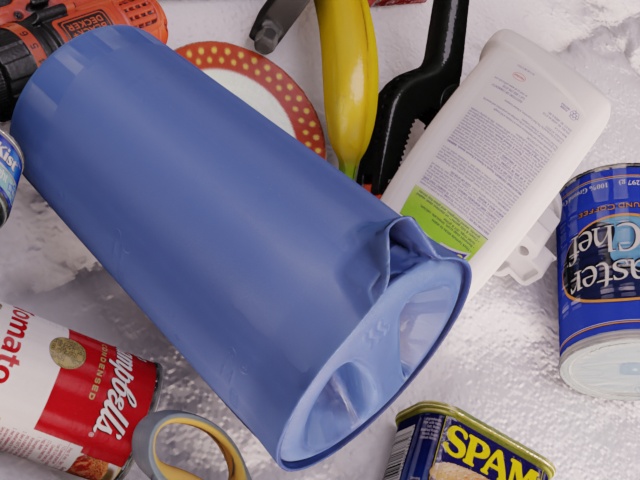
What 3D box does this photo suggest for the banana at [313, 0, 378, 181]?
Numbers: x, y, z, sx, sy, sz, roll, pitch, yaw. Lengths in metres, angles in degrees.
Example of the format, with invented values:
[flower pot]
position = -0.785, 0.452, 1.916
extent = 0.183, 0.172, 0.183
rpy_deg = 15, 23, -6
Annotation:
[banana]
position = 0.013, -0.134, 0.743
extent = 0.037, 0.070, 0.198
rpy_deg = 9, 61, -24

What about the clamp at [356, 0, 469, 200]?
[clamp]
position = 0.099, -0.091, 0.775
extent = 0.164, 0.036, 0.209
rpy_deg = 45, 64, -28

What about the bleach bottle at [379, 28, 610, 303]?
[bleach bottle]
position = 0.078, -0.019, 0.691
extent = 0.103, 0.068, 0.250
rpy_deg = 37, 72, 14

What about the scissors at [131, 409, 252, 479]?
[scissors]
position = -0.034, 0.164, 0.553
extent = 0.201, 0.016, 0.096
rpy_deg = 48, 56, -32

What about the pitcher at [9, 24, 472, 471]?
[pitcher]
position = -0.054, 0.001, 0.564
extent = 0.243, 0.149, 0.145
rpy_deg = 41, 3, 24

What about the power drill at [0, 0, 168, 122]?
[power drill]
position = -0.203, -0.159, 0.629
extent = 0.184, 0.057, 0.187
rpy_deg = -32, 87, -43

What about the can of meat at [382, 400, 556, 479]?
[can of meat]
position = 0.083, 0.158, 0.639
extent = 0.102, 0.058, 0.084
rpy_deg = 31, 56, -14

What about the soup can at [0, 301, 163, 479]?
[soup can]
position = -0.139, 0.075, 0.535
extent = 0.102, 0.069, 0.068
rpy_deg = 25, 55, -18
